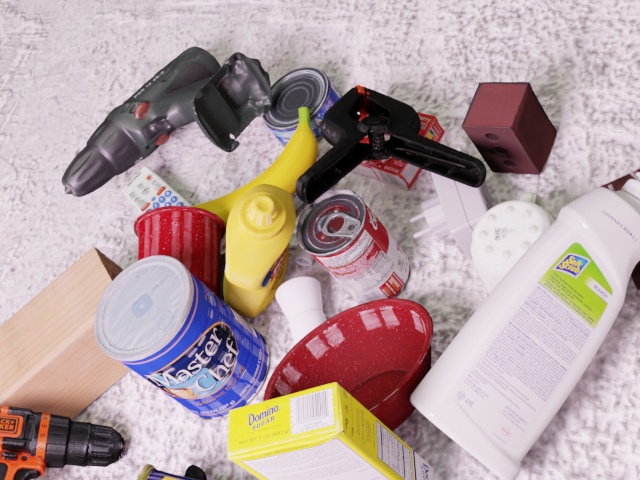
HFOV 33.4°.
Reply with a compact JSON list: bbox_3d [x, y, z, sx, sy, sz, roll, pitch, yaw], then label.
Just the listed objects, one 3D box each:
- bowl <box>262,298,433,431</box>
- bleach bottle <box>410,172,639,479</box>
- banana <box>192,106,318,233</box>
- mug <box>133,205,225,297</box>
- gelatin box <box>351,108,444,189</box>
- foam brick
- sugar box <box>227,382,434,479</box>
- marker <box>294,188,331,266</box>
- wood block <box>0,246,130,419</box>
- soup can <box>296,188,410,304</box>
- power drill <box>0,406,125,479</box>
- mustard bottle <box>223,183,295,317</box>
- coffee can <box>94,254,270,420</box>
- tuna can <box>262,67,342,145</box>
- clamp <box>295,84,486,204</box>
[{"bbox_3d":[0.034,0.121,0.901,0.162,0.055,0.162,-27,25,13],"label":"bowl"},{"bbox_3d":[0.184,0.058,0.825,0.251,0.102,0.068,-50,9,-2],"label":"bleach bottle"},{"bbox_3d":[-0.072,-0.053,1.102,0.198,0.037,0.070,-38,52,2],"label":"banana"},{"bbox_3d":[-0.146,0.028,1.064,0.117,0.093,0.081,-37,47,47],"label":"mug"},{"bbox_3d":[0.068,-0.097,1.067,0.089,0.030,0.073,21,72,40],"label":"gelatin box"},{"bbox_3d":[0.172,-0.102,0.971,0.053,0.078,0.051,6,64,38],"label":"foam brick"},{"bbox_3d":[0.013,0.170,0.818,0.093,0.176,0.048,-17,55,22],"label":"sugar box"},{"bbox_3d":[-0.003,-0.031,1.074,0.020,0.020,0.121,-3,58,31],"label":"marker"},{"bbox_3d":[-0.269,0.118,1.094,0.206,0.090,0.090,-40,47,2],"label":"wood block"},{"bbox_3d":[0.032,0.009,0.968,0.069,0.102,0.068,-17,52,22],"label":"soup can"},{"bbox_3d":[-0.279,0.242,0.979,0.184,0.057,0.187,7,48,-9],"label":"power drill"},{"bbox_3d":[-0.056,0.001,0.974,0.058,0.192,0.096,22,70,3],"label":"mustard bottle"},{"bbox_3d":[-0.125,0.092,0.985,0.103,0.140,0.103,-17,52,22],"label":"coffee can"},{"bbox_3d":[-0.021,-0.145,1.154,0.086,0.033,0.086,-17,52,22],"label":"tuna can"},{"bbox_3d":[0.061,-0.093,0.987,0.164,0.036,0.210,-1,30,2],"label":"clamp"}]
